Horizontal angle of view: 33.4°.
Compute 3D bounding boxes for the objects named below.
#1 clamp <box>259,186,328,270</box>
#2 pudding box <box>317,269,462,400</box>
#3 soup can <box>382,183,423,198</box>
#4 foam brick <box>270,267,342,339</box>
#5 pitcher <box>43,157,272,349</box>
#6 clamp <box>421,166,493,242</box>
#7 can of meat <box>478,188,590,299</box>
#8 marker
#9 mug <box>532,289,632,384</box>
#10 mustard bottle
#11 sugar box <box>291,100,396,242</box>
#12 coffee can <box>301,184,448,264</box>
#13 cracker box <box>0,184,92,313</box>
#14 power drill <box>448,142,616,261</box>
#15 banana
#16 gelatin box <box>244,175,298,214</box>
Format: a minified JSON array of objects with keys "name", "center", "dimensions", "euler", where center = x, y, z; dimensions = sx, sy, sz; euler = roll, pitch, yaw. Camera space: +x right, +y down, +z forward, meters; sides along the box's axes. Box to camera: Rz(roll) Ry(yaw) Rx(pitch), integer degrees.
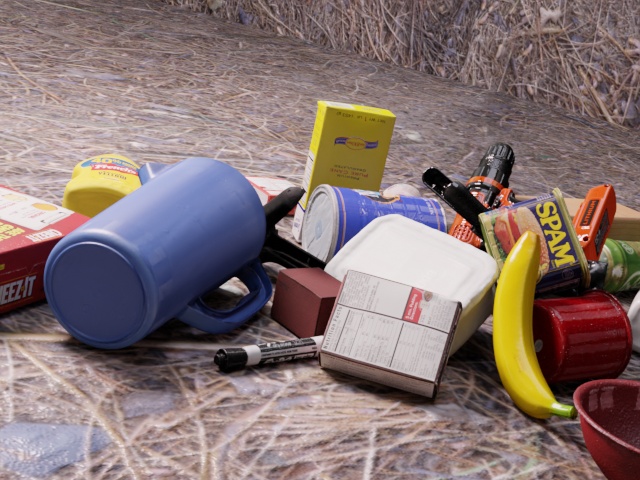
[{"name":"clamp","center":[-0.058,0.001,1.161],"dimensions":[0.210,0.164,0.036],"euler":[4,49,44]},{"name":"pudding box","center":[0.063,0.084,0.965],"dimensions":[0.113,0.090,0.039],"euler":[14,-27,13]},{"name":"soup can","center":[0.103,-0.034,1.411],"dimensions":[0.068,0.068,0.102],"euler":[14,16,6]},{"name":"foam brick","center":[-0.005,0.064,1.041],"dimensions":[0.051,0.053,0.078],"euler":[-1,21,-36]},{"name":"pitcher","center":[-0.144,0.018,0.996],"dimensions":[0.149,0.145,0.242],"euler":[4,18,17]},{"name":"clamp","center":[0.185,-0.024,1.227],"dimensions":[0.171,0.039,0.120],"euler":[42,10,-23]},{"name":"can of meat","center":[0.213,0.008,1.070],"dimensions":[0.084,0.102,0.057],"euler":[-16,-21,3]},{"name":"marker","center":[-0.043,0.100,0.953],"dimensions":[0.120,0.020,0.020],"euler":[-3,22,-40]},{"name":"mug","center":[0.237,0.092,1.053],"dimensions":[0.081,0.093,0.117],"euler":[-3,24,-28]},{"name":"mustard bottle","center":[-0.252,-0.063,1.282],"dimensions":[0.096,0.058,0.191],"euler":[10,16,-10]},{"name":"sugar box","center":[0.028,-0.079,1.316],"dimensions":[0.093,0.176,0.048],"euler":[7,15,-15]},{"name":"coffee can","center":[0.061,-0.006,1.228],"dimensions":[0.140,0.103,0.103],"euler":[6,18,-20]},{"name":"cracker box","center":[-0.341,-0.004,1.002],"dimensions":[0.214,0.072,0.164],"euler":[20,19,22]},{"name":"power drill","center":[0.262,-0.040,1.315],"dimensions":[0.188,0.184,0.057],"euler":[9,-31,30]},{"name":"banana","center":[0.191,0.086,0.988],"dimensions":[0.037,0.070,0.198],"euler":[35,39,-46]},{"name":"gelatin box","center":[-0.061,-0.060,1.452],"dimensions":[0.073,0.030,0.089],"euler":[2,19,-34]}]
